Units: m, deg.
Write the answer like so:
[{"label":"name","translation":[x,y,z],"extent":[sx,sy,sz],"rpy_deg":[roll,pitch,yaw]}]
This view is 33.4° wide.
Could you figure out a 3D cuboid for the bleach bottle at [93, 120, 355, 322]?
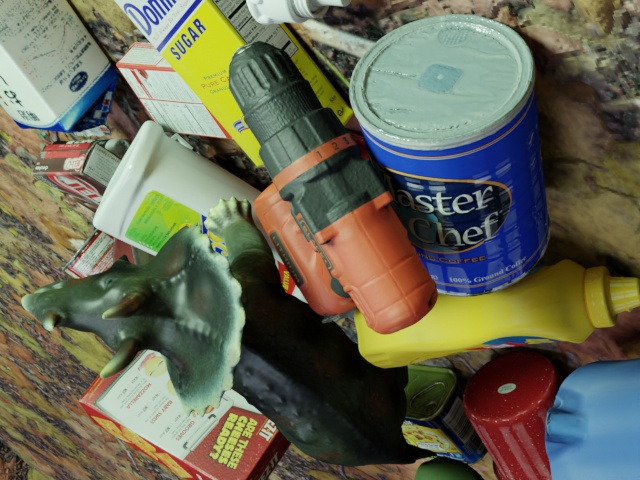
[{"label":"bleach bottle","translation":[-0.056,0.001,0.891],"extent":[0.250,0.068,0.103],"rpy_deg":[27,134,-15]}]

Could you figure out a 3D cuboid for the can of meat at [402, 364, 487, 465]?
[{"label":"can of meat","translation":[0.104,0.166,1.009],"extent":[0.102,0.057,0.084],"rpy_deg":[-1,137,50]}]

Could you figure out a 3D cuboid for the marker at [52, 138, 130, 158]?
[{"label":"marker","translation":[-0.223,-0.088,1.025],"extent":[0.121,0.020,0.020],"rpy_deg":[4,139,47]}]

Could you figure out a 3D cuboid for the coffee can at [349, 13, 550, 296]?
[{"label":"coffee can","translation":[0.081,-0.048,0.638],"extent":[0.103,0.102,0.140],"rpy_deg":[20,149,29]}]

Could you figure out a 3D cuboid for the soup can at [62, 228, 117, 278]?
[{"label":"soup can","translation":[-0.222,0.038,1.172],"extent":[0.102,0.068,0.069],"rpy_deg":[40,153,-9]}]

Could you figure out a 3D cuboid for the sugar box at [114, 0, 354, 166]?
[{"label":"sugar box","translation":[-0.064,-0.132,0.736],"extent":[0.176,0.048,0.094],"rpy_deg":[47,151,-23]}]

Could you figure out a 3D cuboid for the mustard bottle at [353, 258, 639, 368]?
[{"label":"mustard bottle","translation":[0.127,0.049,0.745],"extent":[0.192,0.058,0.096],"rpy_deg":[-11,172,26]}]

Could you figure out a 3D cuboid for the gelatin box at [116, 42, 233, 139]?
[{"label":"gelatin box","translation":[-0.106,-0.117,0.828],"extent":[0.089,0.030,0.073],"rpy_deg":[11,146,41]}]

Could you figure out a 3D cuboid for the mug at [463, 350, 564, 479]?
[{"label":"mug","translation":[0.165,0.139,0.876],"extent":[0.081,0.093,0.117],"rpy_deg":[58,-177,-28]}]

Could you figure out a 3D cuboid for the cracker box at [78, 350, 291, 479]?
[{"label":"cracker box","translation":[-0.129,0.172,1.174],"extent":[0.214,0.164,0.072],"rpy_deg":[25,153,22]}]

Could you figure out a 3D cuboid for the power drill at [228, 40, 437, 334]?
[{"label":"power drill","translation":[-0.003,-0.022,0.669],"extent":[0.184,0.057,0.188],"rpy_deg":[60,173,4]}]

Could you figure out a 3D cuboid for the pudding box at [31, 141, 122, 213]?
[{"label":"pudding box","translation":[-0.201,-0.051,1.006],"extent":[0.090,0.039,0.113],"rpy_deg":[4,159,47]}]
